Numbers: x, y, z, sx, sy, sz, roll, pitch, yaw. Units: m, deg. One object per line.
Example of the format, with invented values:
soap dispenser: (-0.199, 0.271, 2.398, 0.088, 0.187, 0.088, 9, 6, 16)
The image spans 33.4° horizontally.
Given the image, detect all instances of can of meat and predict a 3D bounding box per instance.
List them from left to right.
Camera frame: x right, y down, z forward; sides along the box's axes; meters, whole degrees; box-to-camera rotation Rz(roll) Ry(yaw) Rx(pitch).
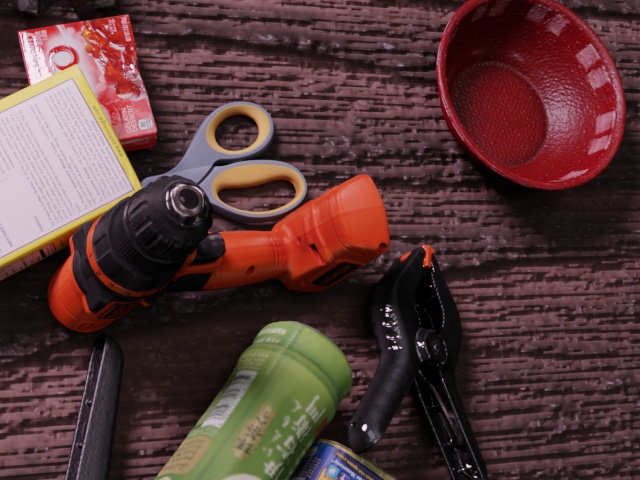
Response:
can of meat: (0.015, 0.185, 0.666, 0.102, 0.058, 0.083, 37, 62, -8)

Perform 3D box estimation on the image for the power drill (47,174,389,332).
power drill: (-0.054, 0.001, 0.637, 0.187, 0.185, 0.057, -6, 76, -33)

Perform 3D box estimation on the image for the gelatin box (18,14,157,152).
gelatin box: (-0.152, -0.098, 0.698, 0.073, 0.030, 0.089, -12, 77, -13)

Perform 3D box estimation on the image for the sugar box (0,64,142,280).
sugar box: (-0.202, -0.023, 0.635, 0.176, 0.048, 0.093, -28, 85, -11)

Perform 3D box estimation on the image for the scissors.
scissors: (-0.106, -0.051, 0.716, 0.201, 0.016, 0.096, 1, 72, -21)

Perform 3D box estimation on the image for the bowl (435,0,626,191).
bowl: (0.149, -0.106, 0.811, 0.162, 0.055, 0.162, 6, 71, -20)

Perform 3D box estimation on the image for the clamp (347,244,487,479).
clamp: (0.058, 0.079, 0.707, 0.120, 0.039, 0.171, 24, 49, -46)

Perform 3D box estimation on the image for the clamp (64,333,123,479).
clamp: (-0.146, 0.166, 0.620, 0.164, 0.036, 0.210, -31, 90, -33)
